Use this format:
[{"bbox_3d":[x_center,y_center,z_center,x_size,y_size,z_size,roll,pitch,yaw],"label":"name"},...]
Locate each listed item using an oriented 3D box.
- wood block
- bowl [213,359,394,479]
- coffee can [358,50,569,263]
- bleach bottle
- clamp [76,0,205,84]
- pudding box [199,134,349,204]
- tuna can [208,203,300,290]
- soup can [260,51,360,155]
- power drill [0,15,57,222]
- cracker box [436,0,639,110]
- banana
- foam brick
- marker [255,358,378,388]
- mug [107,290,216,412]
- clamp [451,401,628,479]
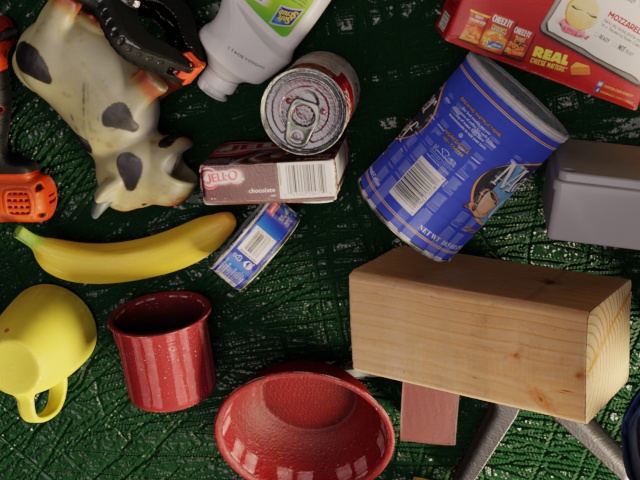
[{"bbox_3d":[0.134,0.069,0.863,0.206,0.090,0.090,9,110,35],"label":"wood block"},{"bbox_3d":[-0.013,0.160,0.964,0.162,0.055,0.162,3,127,4],"label":"bowl"},{"bbox_3d":[0.113,-0.067,0.859,0.103,0.102,0.140,40,109,-5],"label":"coffee can"},{"bbox_3d":[-0.031,-0.225,0.850,0.102,0.068,0.251,30,112,-13],"label":"bleach bottle"},{"bbox_3d":[-0.164,-0.193,0.849,0.171,0.120,0.039,54,148,3],"label":"clamp"},{"bbox_3d":[-0.036,-0.060,0.892,0.113,0.090,0.039,0,109,8],"label":"pudding box"},{"bbox_3d":[-0.056,0.001,0.917,0.033,0.086,0.086,40,109,-7],"label":"tuna can"},{"bbox_3d":[-0.006,-0.113,0.863,0.068,0.102,0.068,3,108,8],"label":"soup can"},{"bbox_3d":[-0.331,-0.104,0.944,0.184,0.057,0.188,1,111,5],"label":"power drill"},{"bbox_3d":[0.202,-0.227,0.799,0.164,0.072,0.214,18,109,-9],"label":"cracker box"},{"bbox_3d":[-0.169,0.009,0.953,0.198,0.037,0.069,-5,149,2],"label":"banana"},{"bbox_3d":[0.099,0.136,0.954,0.051,0.053,0.078,4,109,7],"label":"foam brick"},{"bbox_3d":[-0.001,0.121,0.983,0.121,0.020,0.020,-7,107,11],"label":"marker"},{"bbox_3d":[-0.148,0.099,0.970,0.117,0.093,0.081,11,118,38],"label":"mug"},{"bbox_3d":[0.196,0.135,0.946,0.164,0.036,0.210,-1,107,10],"label":"clamp"}]
